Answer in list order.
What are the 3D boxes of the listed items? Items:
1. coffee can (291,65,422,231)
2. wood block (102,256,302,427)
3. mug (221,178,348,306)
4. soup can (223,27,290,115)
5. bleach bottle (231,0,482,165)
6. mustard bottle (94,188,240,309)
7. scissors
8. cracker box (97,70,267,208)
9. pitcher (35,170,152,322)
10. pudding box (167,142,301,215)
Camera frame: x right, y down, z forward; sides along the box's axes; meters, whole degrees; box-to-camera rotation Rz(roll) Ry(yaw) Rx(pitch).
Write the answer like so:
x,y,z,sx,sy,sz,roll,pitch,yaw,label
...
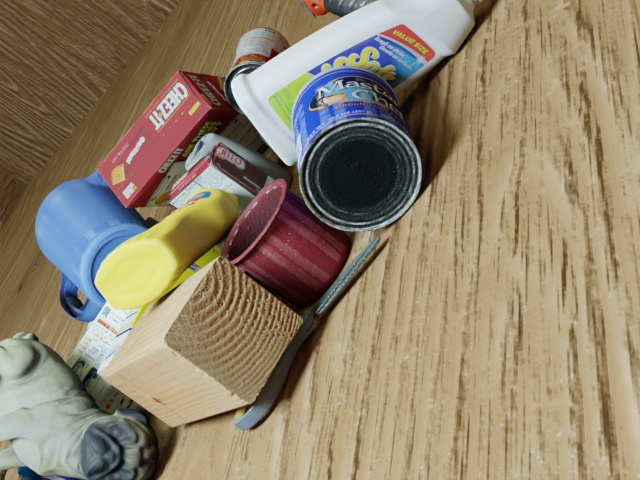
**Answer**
x,y,z,sx,sy,sz,roll,pitch,yaw,label
0.028,-0.083,0.934,0.103,0.102,0.140,-48,20,18,coffee can
-0.110,0.096,0.937,0.090,0.090,0.206,-58,13,-26,wood block
-0.035,0.015,0.950,0.117,0.081,0.093,-59,20,-13,mug
-0.072,-0.198,1.243,0.069,0.068,0.102,-44,21,29,soup can
0.045,-0.179,1.010,0.251,0.102,0.068,-34,30,10,bleach bottle
-0.128,-0.004,1.016,0.096,0.058,0.191,-34,5,33,mustard bottle
-0.017,0.085,0.889,0.202,0.016,0.096,-46,18,26,scissors
-0.149,-0.122,1.306,0.164,0.072,0.213,-47,-16,20,cracker box
-0.273,0.017,1.332,0.145,0.149,0.243,-29,23,-14,pitcher
-0.092,-0.042,1.132,0.090,0.113,0.039,-35,27,43,pudding box
